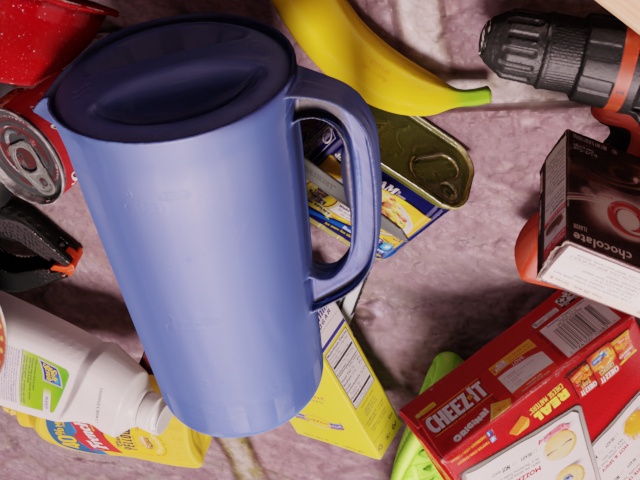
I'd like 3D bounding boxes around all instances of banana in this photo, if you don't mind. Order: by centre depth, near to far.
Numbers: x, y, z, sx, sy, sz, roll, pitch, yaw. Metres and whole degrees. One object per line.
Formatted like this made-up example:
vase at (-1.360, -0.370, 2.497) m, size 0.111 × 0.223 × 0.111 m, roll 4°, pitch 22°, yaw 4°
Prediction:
banana at (0.014, -0.132, 0.615) m, size 0.070 × 0.037 × 0.197 m, roll -38°, pitch 119°, yaw 21°

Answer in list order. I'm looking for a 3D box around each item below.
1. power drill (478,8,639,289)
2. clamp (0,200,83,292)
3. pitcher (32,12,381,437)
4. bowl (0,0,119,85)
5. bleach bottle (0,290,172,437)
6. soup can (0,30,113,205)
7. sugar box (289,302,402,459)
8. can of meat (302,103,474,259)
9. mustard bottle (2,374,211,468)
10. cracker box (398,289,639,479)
power drill at (0.172, -0.047, 0.634) m, size 0.184 × 0.057 × 0.188 m, roll 13°, pitch 138°, yaw 5°
clamp at (-0.277, 0.005, 0.839) m, size 0.171 × 0.039 × 0.120 m, roll 22°, pitch 128°, yaw -5°
pitcher at (-0.054, 0.001, 0.626) m, size 0.149 × 0.144 × 0.243 m, roll 39°, pitch 149°, yaw 43°
bowl at (-0.197, -0.126, 0.595) m, size 0.162 × 0.162 × 0.055 m, roll 18°, pitch 100°, yaw -1°
bleach bottle at (-0.236, 0.104, 0.876) m, size 0.251 × 0.068 × 0.103 m, roll 21°, pitch 125°, yaw 15°
soup can at (-0.154, -0.078, 0.664) m, size 0.069 × 0.102 × 0.068 m, roll 22°, pitch 137°, yaw 22°
sugar box at (-0.009, 0.097, 0.838) m, size 0.094 × 0.048 × 0.176 m, roll 9°, pitch 143°, yaw 39°
can of meat at (0.033, -0.041, 0.688) m, size 0.102 × 0.057 × 0.084 m, roll 32°, pitch 138°, yaw -15°
mustard bottle at (-0.200, 0.157, 0.971) m, size 0.192 × 0.058 × 0.096 m, roll 5°, pitch 135°, yaw 14°
cracker box at (0.175, 0.154, 0.781) m, size 0.164 × 0.072 × 0.213 m, roll -37°, pitch 126°, yaw -5°
